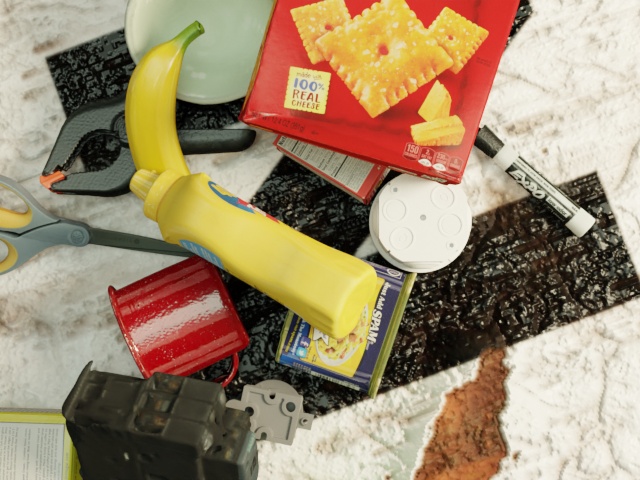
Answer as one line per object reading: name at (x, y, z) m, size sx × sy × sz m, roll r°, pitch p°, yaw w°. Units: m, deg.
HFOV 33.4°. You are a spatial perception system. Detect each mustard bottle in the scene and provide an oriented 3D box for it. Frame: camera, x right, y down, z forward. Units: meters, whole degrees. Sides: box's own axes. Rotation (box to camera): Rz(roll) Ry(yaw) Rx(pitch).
mustard bottle at (-0.055, 0.001, 0.766) m, size 0.192 × 0.096 × 0.058 m, roll 29°, pitch 89°, yaw 13°

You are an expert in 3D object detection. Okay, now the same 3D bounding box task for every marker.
marker at (0.166, -0.049, 0.847) m, size 0.121 × 0.020 × 0.020 m, roll 42°, pitch 88°, yaw 4°

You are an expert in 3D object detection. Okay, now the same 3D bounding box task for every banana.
banana at (-0.108, -0.064, 0.809) m, size 0.069 × 0.037 × 0.198 m, roll -4°, pitch 117°, yaw 7°

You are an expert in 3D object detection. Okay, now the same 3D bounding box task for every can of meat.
can of meat at (0.019, 0.061, 0.826) m, size 0.084 × 0.057 × 0.102 m, roll 18°, pitch 86°, yaw 5°

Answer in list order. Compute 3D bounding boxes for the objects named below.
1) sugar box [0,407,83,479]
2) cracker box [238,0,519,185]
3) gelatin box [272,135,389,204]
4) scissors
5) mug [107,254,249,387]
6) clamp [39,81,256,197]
sugar box at (-0.275, 0.177, 0.835) m, size 0.176 × 0.048 × 0.093 m, roll 2°, pitch 86°, yaw 6°
cracker box at (0.050, -0.162, 0.752) m, size 0.164 × 0.072 × 0.214 m, roll 16°, pitch 96°, yaw -9°
gelatin box at (0.018, -0.082, 0.845) m, size 0.089 × 0.030 × 0.073 m, roll 31°, pitch 88°, yaw 12°
scissors at (-0.207, 0.008, 0.854) m, size 0.201 × 0.016 × 0.096 m, roll 24°, pitch 111°, yaw -11°
mug at (-0.102, 0.070, 0.820) m, size 0.081 × 0.093 × 0.117 m, roll -25°, pitch 114°, yaw -5°
clamp at (-0.140, -0.082, 0.851) m, size 0.171 × 0.039 × 0.120 m, roll -42°, pitch 81°, yaw -4°
